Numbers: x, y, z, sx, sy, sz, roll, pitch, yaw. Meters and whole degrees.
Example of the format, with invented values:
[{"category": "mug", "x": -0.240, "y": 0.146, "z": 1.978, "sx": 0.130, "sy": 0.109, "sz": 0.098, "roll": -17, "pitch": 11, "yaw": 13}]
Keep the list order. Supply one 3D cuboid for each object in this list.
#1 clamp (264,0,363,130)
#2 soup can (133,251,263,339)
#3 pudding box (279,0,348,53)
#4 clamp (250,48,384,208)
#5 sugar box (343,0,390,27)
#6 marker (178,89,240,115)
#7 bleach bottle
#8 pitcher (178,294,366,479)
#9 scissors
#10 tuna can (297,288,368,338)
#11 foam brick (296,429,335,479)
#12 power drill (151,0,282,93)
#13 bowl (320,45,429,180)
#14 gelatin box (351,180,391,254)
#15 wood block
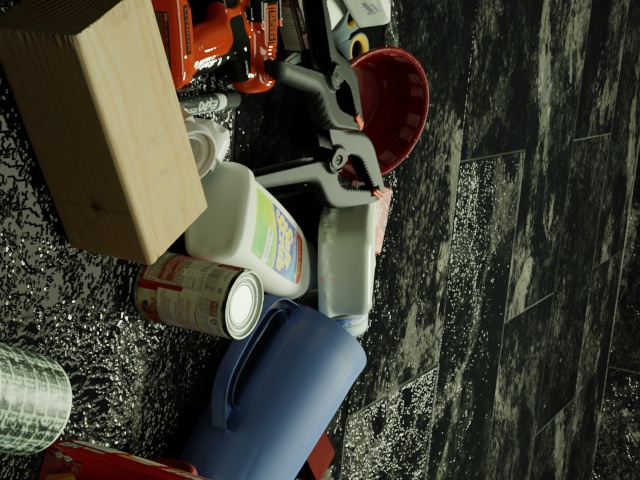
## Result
[{"category": "clamp", "x": 0.003, "y": -0.179, "z": 1.091, "sx": 0.171, "sy": 0.039, "sz": 0.120, "roll": 46, "pitch": 61, "yaw": -55}, {"category": "soup can", "x": -0.113, "y": 0.051, "z": 0.996, "sx": 0.068, "sy": 0.102, "sz": 0.068, "roll": -31, "pitch": 126, "yaw": -56}, {"category": "pudding box", "x": -0.009, "y": -0.268, "z": 1.152, "sx": 0.113, "sy": 0.039, "sz": 0.090, "roll": -59, "pitch": 144, "yaw": -40}, {"category": "clamp", "x": 0.009, "y": -0.104, "z": 1.179, "sx": 0.209, "sy": 0.036, "sz": 0.164, "roll": 25, "pitch": 89, "yaw": -47}, {"category": "sugar box", "x": 0.051, "y": -0.335, "z": 1.176, "sx": 0.093, "sy": 0.048, "sz": 0.176, "roll": 43, "pitch": 44, "yaw": -69}, {"category": "marker", "x": -0.114, "y": -0.131, "z": 1.021, "sx": 0.120, "sy": 0.020, "sz": 0.020, "roll": -23, "pitch": 119, "yaw": -58}, {"category": "bleach bottle", "x": -0.057, "y": 0.001, "z": 1.132, "sx": 0.250, "sy": 0.068, "sz": 0.102, "roll": 34, "pitch": 60, "yaw": -65}, {"category": "pitcher", "x": -0.065, "y": 0.185, "z": 1.121, "sx": 0.242, "sy": 0.149, "sz": 0.145, "roll": -59, "pitch": -172, "yaw": -29}, {"category": "scissors", "x": 0.014, "y": -0.217, "z": 1.239, "sx": 0.201, "sy": 0.016, "sz": 0.096, "roll": -53, "pitch": 143, "yaw": -40}, {"category": "tuna can", "x": 0.015, "y": 0.088, "z": 1.275, "sx": 0.086, "sy": 0.086, "sz": 0.034, "roll": -33, "pitch": 129, "yaw": -55}, {"category": "foam brick", "x": -0.023, "y": 0.250, "z": 1.299, "sx": 0.051, "sy": 0.053, "sz": 0.078, "roll": -60, "pitch": 146, "yaw": -34}, {"category": "power drill", "x": -0.098, "y": -0.217, "z": 0.978, "sx": 0.187, "sy": 0.057, "sz": 0.184, "roll": -28, "pitch": 121, "yaw": -56}, {"category": "bowl", "x": 0.050, "y": -0.154, "z": 1.251, "sx": 0.161, "sy": 0.055, "sz": 0.162, "roll": -18, "pitch": 122, "yaw": -32}, {"category": "gelatin box", "x": 0.060, "y": -0.030, "z": 1.379, "sx": 0.073, "sy": 0.030, "sz": 0.089, "roll": 13, "pitch": 88, "yaw": -63}, {"category": "wood block", "x": -0.171, "y": -0.093, "z": 0.846, "sx": 0.090, "sy": 0.091, "sz": 0.206, "roll": -51, "pitch": 142, "yaw": -41}]
